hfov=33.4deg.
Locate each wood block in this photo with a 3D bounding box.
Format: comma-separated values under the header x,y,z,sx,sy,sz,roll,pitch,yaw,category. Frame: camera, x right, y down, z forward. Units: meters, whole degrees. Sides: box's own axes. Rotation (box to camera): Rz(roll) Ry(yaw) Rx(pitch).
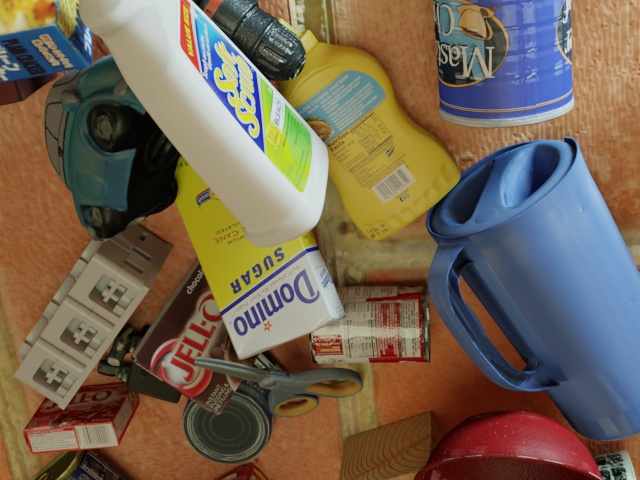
x,y,z,sx,sy,sz,roll,pitch,yaw,category
0.101,0.279,1.002,0.091,0.090,0.206,-20,110,15,wood block

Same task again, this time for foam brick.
x,y,z,sx,sy,sz,roll,pitch,yaw,category
-0.257,-0.143,0.865,0.051,0.078,0.053,-9,110,11,foam brick

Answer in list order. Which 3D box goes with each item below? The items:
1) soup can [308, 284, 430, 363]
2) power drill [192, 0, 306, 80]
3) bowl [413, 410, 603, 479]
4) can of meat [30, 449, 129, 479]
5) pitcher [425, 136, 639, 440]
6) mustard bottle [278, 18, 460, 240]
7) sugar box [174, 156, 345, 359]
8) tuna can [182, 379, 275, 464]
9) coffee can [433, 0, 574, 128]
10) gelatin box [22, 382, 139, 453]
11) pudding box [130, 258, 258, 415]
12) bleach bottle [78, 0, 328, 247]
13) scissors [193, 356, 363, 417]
x,y,z,sx,sy,sz,roll,pitch,yaw,category
0.044,0.074,0.930,0.102,0.068,0.068,-2,113,8,soup can
-0.054,-0.234,0.787,0.184,0.057,0.188,33,101,-2,power drill
0.159,0.184,0.884,0.162,0.055,0.162,6,149,3,bowl
-0.238,0.257,1.050,0.102,0.057,0.084,-40,107,21,can of meat
0.193,0.051,0.866,0.149,0.145,0.242,-29,110,16,pitcher
0.021,-0.098,0.861,0.096,0.058,0.191,-36,105,14,mustard bottle
-0.056,0.001,0.889,0.093,0.048,0.176,-24,85,16,sugar box
-0.086,0.167,1.004,0.086,0.033,0.086,2,114,5,tuna can
0.135,-0.166,0.795,0.103,0.102,0.140,-4,113,8,coffee can
-0.223,0.164,0.997,0.089,0.073,0.030,-6,112,10,gelatin box
-0.098,0.082,0.937,0.090,0.039,0.113,35,79,-14,pudding box
-0.089,-0.107,0.749,0.068,0.102,0.250,-19,133,29,bleach bottle
-0.050,0.129,0.934,0.201,0.016,0.096,9,143,-39,scissors
